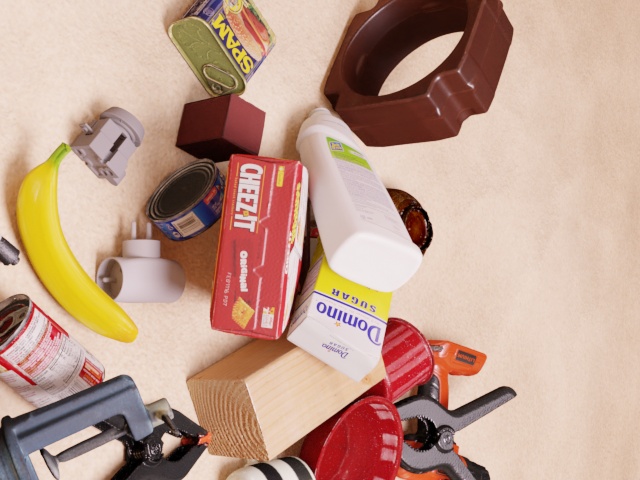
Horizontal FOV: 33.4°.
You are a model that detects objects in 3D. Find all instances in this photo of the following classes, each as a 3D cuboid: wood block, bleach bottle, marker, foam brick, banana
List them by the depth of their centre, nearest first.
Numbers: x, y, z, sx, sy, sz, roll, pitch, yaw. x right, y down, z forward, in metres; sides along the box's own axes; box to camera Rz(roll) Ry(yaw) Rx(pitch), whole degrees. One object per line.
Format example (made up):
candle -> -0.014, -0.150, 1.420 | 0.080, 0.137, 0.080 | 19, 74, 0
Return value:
marker -> -0.304, -0.020, 0.923 | 0.121, 0.020, 0.020 | 51, 52, -31
banana -> -0.230, 0.014, 0.971 | 0.037, 0.070, 0.198 | -82, 156, -70
foam brick -> -0.104, -0.116, 1.112 | 0.052, 0.078, 0.051 | 27, 68, -43
wood block -> -0.032, 0.148, 1.152 | 0.205, 0.091, 0.090 | -28, 106, -46
bleach bottle -> 0.031, -0.060, 1.185 | 0.102, 0.068, 0.251 | 22, 33, -32

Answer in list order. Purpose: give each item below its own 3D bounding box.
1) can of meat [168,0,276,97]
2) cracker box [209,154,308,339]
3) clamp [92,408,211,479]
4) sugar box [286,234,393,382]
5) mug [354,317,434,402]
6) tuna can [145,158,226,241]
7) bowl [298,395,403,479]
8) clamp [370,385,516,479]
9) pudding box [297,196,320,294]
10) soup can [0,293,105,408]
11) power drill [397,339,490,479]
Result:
can of meat -> -0.102, -0.217, 1.142 | 0.102, 0.058, 0.083 | 55, 47, -29
cracker box -> -0.057, 0.001, 1.058 | 0.213, 0.072, 0.164 | -38, 135, -87
clamp -> -0.174, 0.213, 1.026 | 0.171, 0.039, 0.120 | 12, 78, -47
sugar box -> 0.028, 0.060, 1.142 | 0.093, 0.048, 0.176 | 33, 34, -12
mug -> 0.068, 0.141, 1.276 | 0.081, 0.093, 0.117 | -30, 77, -40
tuna can -> -0.131, -0.040, 1.068 | 0.033, 0.086, 0.086 | 52, 51, -33
bowl -> 0.025, 0.246, 1.199 | 0.161, 0.055, 0.162 | -20, 116, -47
clamp -> 0.151, 0.233, 1.305 | 0.209, 0.036, 0.164 | 24, 72, -22
pudding box -> 0.004, 0.009, 1.248 | 0.089, 0.039, 0.113 | 6, 83, -47
soup can -> -0.246, 0.104, 0.937 | 0.102, 0.069, 0.068 | 50, 52, -33
power drill -> 0.169, 0.232, 1.389 | 0.184, 0.057, 0.187 | 24, 68, -43
